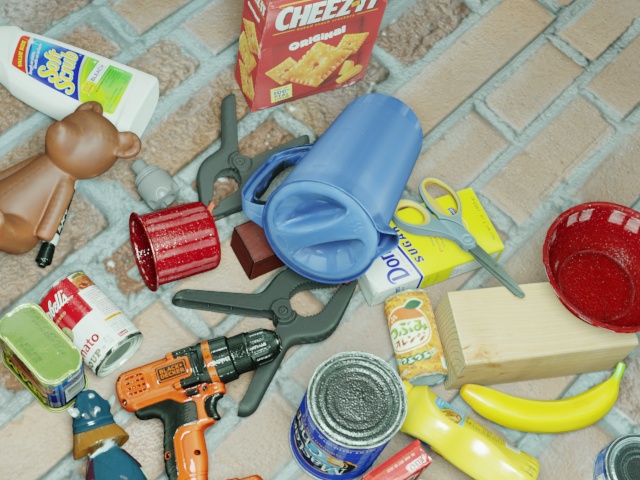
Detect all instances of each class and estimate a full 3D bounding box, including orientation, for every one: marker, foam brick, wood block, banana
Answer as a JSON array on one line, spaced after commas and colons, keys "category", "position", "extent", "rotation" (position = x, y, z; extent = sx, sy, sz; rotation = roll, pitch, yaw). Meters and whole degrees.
[{"category": "marker", "position": [-0.306, -0.023, 1.238], "extent": [0.020, 0.020, 0.121], "rotation": [13, 62, -3]}, {"category": "foam brick", "position": [-0.058, 0.002, 1.248], "extent": [0.078, 0.053, 0.051], "rotation": [-22, 69, -20]}, {"category": "wood block", "position": [0.242, 0.106, 1.225], "extent": [0.206, 0.090, 0.091], "rotation": [-6, 64, -12]}, {"category": "banana", "position": [0.257, 0.186, 1.213], "extent": [0.197, 0.037, 0.069], "rotation": [-7, 75, -10]}]

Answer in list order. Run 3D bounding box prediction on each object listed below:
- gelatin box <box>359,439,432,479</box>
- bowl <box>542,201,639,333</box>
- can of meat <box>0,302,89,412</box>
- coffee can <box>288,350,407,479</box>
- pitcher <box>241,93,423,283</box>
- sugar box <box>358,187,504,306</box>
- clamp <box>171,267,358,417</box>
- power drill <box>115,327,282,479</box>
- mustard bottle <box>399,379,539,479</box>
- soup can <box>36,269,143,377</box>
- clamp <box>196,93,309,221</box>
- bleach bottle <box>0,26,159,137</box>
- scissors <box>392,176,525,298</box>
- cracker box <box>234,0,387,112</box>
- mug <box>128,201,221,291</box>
[{"category": "gelatin box", "position": [0.073, 0.251, 1.122], "extent": [0.073, 0.089, 0.030], "rotation": [-29, 71, -22]}, {"category": "bowl", "position": [0.317, 0.039, 1.189], "extent": [0.162, 0.055, 0.162], "rotation": [4, 62, -7]}, {"category": "can of meat", "position": [-0.294, 0.123, 1.129], "extent": [0.102, 0.084, 0.057], "rotation": [44, 64, 13]}, {"category": "coffee can", "position": [0.026, 0.188, 1.118], "extent": [0.102, 0.140, 0.103], "rotation": [4, 63, -8]}, {"category": "pitcher", "position": [0.027, -0.073, 1.229], "extent": [0.149, 0.145, 0.242], "rotation": [47, 38, -13]}, {"category": "sugar box", "position": [0.121, 0.006, 1.280], "extent": [0.176, 0.048, 0.093], "rotation": [-18, 66, -19]}, {"category": "clamp", "position": [-0.054, 0.081, 1.218], "extent": [0.209, 0.036, 0.165], "rotation": [-34, 74, -19]}, {"category": "power drill", "position": [-0.109, 0.196, 1.120], "extent": [0.184, 0.057, 0.188], "rotation": [-19, 67, 1]}, {"category": "mustard bottle", "position": [0.142, 0.209, 1.153], "extent": [0.192, 0.096, 0.058], "rotation": [34, 95, 9]}, {"category": "soup can", "position": [-0.251, 0.090, 1.162], "extent": [0.102, 0.068, 0.068], "rotation": [44, 65, 13]}, {"category": "clamp", "position": [-0.105, -0.099, 1.299], "extent": [0.120, 0.039, 0.171], "rotation": [35, 63, 10]}, {"category": "bleach bottle", "position": [-0.329, -0.195, 1.299], "extent": [0.251, 0.068, 0.102], "rotation": [21, 62, 4]}, {"category": "scissors", "position": [0.149, 0.002, 1.234], "extent": [0.096, 0.016, 0.202], "rotation": [-15, 51, -12]}, {"category": "cracker box", "position": [-0.011, -0.258, 1.296], "extent": [0.164, 0.214, 0.072], "rotation": [-18, 68, -18]}, {"category": "mug", "position": [-0.169, -0.002, 1.220], "extent": [0.081, 0.093, 0.117], "rotation": [-16, 31, -22]}]
